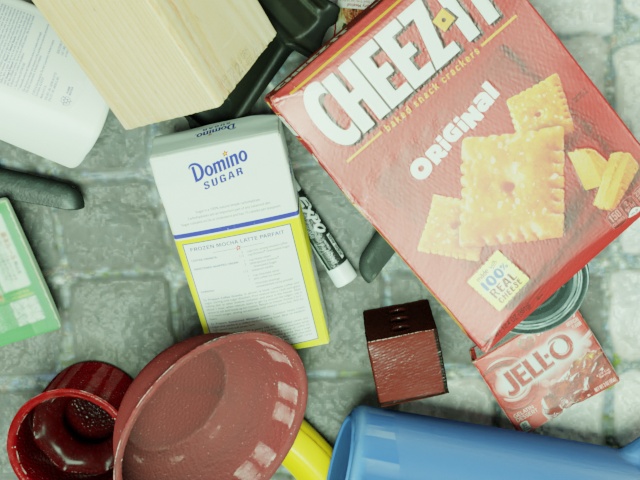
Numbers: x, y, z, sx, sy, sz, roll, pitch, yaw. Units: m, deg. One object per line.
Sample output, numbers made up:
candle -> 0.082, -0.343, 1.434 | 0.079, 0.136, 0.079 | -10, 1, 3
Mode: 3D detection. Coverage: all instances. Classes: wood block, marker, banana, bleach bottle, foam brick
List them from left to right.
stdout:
bleach bottle -> -0.259, -0.140, 0.700 | 0.250, 0.102, 0.068 | 23, 144, -21
wood block -> -0.128, -0.182, 0.667 | 0.091, 0.090, 0.206 | -8, 128, 38
banana -> -0.018, 0.178, 0.839 | 0.198, 0.037, 0.070 | 42, 121, -6
marker -> -0.012, -0.019, 0.797 | 0.020, 0.020, 0.121 | -31, 100, 9
foam brick -> 0.062, 0.081, 0.789 | 0.053, 0.078, 0.051 | -12, 102, 3

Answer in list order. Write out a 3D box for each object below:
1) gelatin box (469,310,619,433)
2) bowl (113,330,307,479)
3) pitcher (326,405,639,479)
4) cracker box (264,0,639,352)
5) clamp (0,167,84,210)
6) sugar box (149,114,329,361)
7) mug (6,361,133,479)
gelatin box -> 0.170, 0.095, 0.812 | 0.089, 0.030, 0.073 | -31, 100, 9
bowl -> -0.088, 0.125, 0.757 | 0.161, 0.055, 0.162 | -23, 129, -32
pitcher -> 0.126, 0.207, 0.779 | 0.242, 0.149, 0.145 | 13, 146, -5
cracker box -> 0.094, -0.062, 0.684 | 0.164, 0.072, 0.213 | -41, 100, 1
clamp -> -0.274, -0.030, 0.796 | 0.171, 0.039, 0.120 | 34, 98, -1
sugar box -> -0.055, 0.001, 0.770 | 0.093, 0.048, 0.176 | -10, 117, 3
mug -> -0.181, 0.154, 0.813 | 0.093, 0.081, 0.117 | 3, 103, 1
